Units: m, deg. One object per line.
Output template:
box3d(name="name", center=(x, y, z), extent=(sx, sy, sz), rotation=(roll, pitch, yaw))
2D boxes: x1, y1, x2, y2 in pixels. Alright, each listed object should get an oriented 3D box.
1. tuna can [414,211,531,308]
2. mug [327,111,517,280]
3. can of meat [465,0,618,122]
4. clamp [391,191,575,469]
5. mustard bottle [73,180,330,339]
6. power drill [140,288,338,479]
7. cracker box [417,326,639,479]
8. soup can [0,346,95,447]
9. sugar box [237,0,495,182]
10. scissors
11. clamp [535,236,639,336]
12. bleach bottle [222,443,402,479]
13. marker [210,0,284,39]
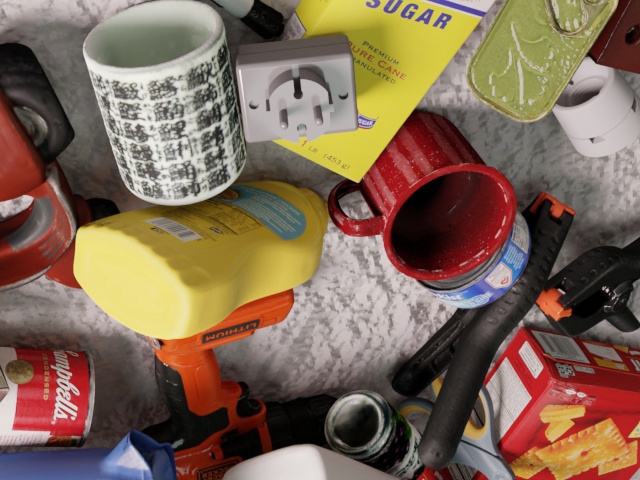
box3d(name="tuna can", center=(0.106, 0.005, 0.759), extent=(0.086, 0.086, 0.033), rotation=(-42, 131, 14))
box3d(name="mug", center=(0.061, -0.031, 0.717), extent=(0.117, 0.081, 0.093), rotation=(-15, 130, -10))
box3d(name="can of meat", center=(0.138, -0.133, 0.655), extent=(0.057, 0.083, 0.102), rotation=(30, 118, 3))
box3d(name="clamp", center=(0.120, 0.063, 0.784), extent=(0.036, 0.164, 0.210), rotation=(30, 105, -10))
box3d(name="mustard bottle", center=(-0.055, 0.001, 0.673), extent=(0.191, 0.096, 0.058), rotation=(-23, 129, -50))
box3d(name="power drill", center=(-0.060, 0.106, 0.794), extent=(0.184, 0.057, 0.188), rotation=(-14, 129, -20))
box3d(name="cracker box", center=(0.201, 0.186, 0.946), extent=(0.164, 0.072, 0.214), rotation=(12, 122, -28))
box3d(name="soup can", center=(-0.213, 0.106, 0.731), extent=(0.102, 0.068, 0.069), rotation=(7, 124, -25))
box3d(name="sugar box", center=(0.034, -0.128, 0.653), extent=(0.093, 0.048, 0.176), rotation=(23, 117, -30))
box3d(name="scissors", center=(0.130, 0.195, 0.881), extent=(0.096, 0.202, 0.016), rotation=(-27, 176, 27))
box3d(name="clamp", center=(0.225, 0.043, 0.842), extent=(0.171, 0.039, 0.120), rotation=(-16, 131, -33))
box3d(name="bleach bottle", center=(0.040, 0.222, 0.832), extent=(0.103, 0.068, 0.250), rotation=(-25, 145, 29))
box3d(name="marker", center=(-0.067, -0.151, 0.615), extent=(0.121, 0.020, 0.020), rotation=(30, 112, -36))
